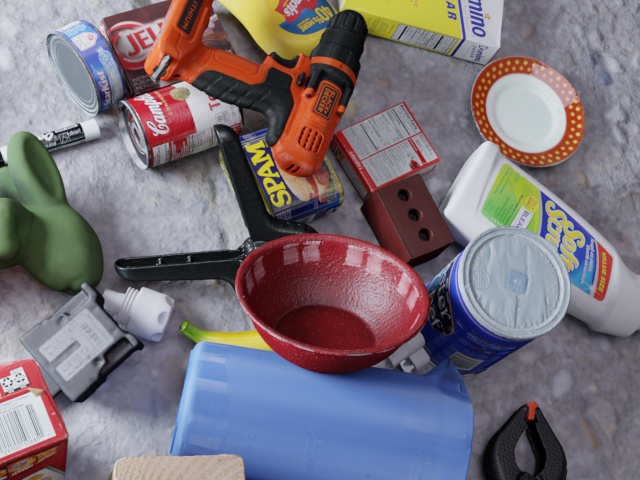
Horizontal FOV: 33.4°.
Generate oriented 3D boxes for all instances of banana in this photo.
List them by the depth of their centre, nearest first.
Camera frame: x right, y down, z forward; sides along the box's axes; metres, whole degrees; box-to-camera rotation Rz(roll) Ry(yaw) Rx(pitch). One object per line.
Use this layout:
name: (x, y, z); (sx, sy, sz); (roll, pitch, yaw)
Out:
banana: (-0.023, 0.074, 0.959); (0.197, 0.037, 0.069); (-21, 119, -4)

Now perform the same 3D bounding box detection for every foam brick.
foam brick: (0.084, -0.016, 1.035); (0.053, 0.051, 0.078); (-22, 76, -22)

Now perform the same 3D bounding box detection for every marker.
marker: (-0.264, -0.088, 0.990); (0.121, 0.020, 0.020); (-20, 76, -20)

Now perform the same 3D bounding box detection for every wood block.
wood block: (-0.118, 0.224, 0.806); (0.090, 0.206, 0.090); (2, 69, -14)

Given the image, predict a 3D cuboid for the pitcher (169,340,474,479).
pitcher: (-0.002, 0.171, 0.909); (0.242, 0.145, 0.149); (12, 52, -6)

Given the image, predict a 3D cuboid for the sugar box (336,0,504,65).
sugar box: (0.107, -0.254, 1.136); (0.176, 0.048, 0.093); (11, 67, -9)

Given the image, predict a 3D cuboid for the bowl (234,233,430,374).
bowl: (0.007, 0.061, 0.887); (0.162, 0.055, 0.162); (6, 35, -4)

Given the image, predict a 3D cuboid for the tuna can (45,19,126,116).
tuna can: (-0.218, -0.161, 0.994); (0.033, 0.086, 0.086); (-33, 81, -25)

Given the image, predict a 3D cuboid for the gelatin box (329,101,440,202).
gelatin box: (0.065, -0.089, 1.071); (0.089, 0.030, 0.073); (-26, 77, -22)

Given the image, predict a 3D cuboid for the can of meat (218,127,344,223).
can of meat: (-0.037, -0.060, 1.019); (0.083, 0.058, 0.102); (-21, 76, -23)

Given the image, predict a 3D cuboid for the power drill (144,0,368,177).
power drill: (-0.053, -0.172, 0.985); (0.187, 0.057, 0.184); (26, 63, -14)

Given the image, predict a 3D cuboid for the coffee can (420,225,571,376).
coffee can: (0.151, 0.058, 0.976); (0.102, 0.140, 0.103); (5, 69, -13)

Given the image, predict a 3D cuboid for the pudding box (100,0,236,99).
pudding box: (-0.148, -0.188, 1.047); (0.113, 0.039, 0.090); (-21, 75, -21)

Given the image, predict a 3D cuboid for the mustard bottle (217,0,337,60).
mustard bottle: (-0.034, -0.228, 1.080); (0.191, 0.058, 0.096); (47, 47, 5)

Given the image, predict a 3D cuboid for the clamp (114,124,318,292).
clamp: (-0.056, 0.001, 0.958); (0.209, 0.036, 0.165); (25, 106, -22)

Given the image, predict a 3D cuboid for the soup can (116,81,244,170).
soup can: (-0.131, -0.114, 1.008); (0.102, 0.069, 0.068); (-22, 77, -22)

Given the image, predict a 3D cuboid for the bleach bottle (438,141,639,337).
bleach bottle: (0.240, 0.012, 1.061); (0.251, 0.068, 0.102); (33, 66, -3)

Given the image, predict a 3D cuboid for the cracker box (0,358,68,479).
cracker box: (-0.275, 0.169, 0.783); (0.164, 0.214, 0.072); (-21, 75, -21)

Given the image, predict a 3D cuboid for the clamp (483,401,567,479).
clamp: (0.177, 0.232, 0.973); (0.120, 0.039, 0.171); (6, 62, -17)
